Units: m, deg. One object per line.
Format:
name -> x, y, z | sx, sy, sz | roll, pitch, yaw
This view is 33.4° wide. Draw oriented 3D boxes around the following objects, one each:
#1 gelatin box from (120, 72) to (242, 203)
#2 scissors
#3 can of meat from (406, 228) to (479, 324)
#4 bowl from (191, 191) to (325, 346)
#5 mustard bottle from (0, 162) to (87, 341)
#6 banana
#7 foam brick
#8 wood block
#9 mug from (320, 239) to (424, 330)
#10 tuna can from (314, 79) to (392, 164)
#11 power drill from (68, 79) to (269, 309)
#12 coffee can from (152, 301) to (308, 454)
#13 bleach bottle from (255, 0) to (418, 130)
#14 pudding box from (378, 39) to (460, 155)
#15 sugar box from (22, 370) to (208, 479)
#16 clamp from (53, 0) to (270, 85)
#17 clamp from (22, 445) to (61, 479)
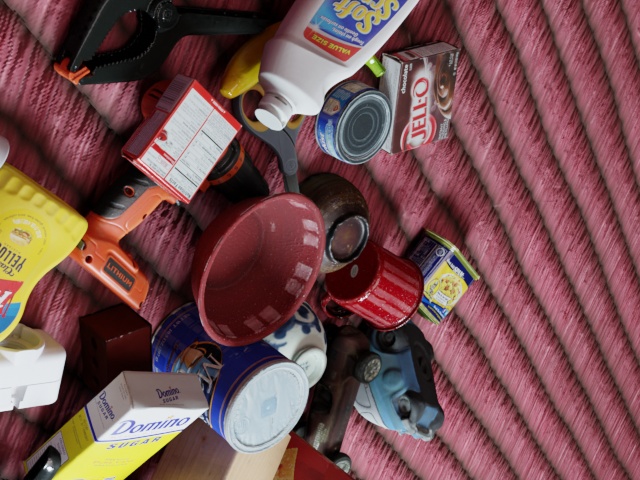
gelatin box -> -0.121, -0.089, 0.930 | 0.089, 0.030, 0.073 | -56, 136, -8
scissors -> -0.049, -0.082, 1.073 | 0.096, 0.016, 0.202 | -6, 108, -36
can of meat -> 0.141, 0.048, 1.333 | 0.084, 0.058, 0.102 | -51, 138, -6
bowl -> -0.070, 0.019, 1.023 | 0.161, 0.055, 0.162 | -29, 134, -35
mustard bottle -> -0.287, 0.034, 0.889 | 0.096, 0.058, 0.191 | 38, 86, -32
banana -> -0.018, -0.184, 1.032 | 0.197, 0.037, 0.069 | -14, 81, -33
foam brick -> -0.197, 0.110, 1.033 | 0.051, 0.053, 0.078 | -20, 125, -36
wood block -> -0.123, 0.271, 1.123 | 0.090, 0.090, 0.206 | 58, 48, -46
mug -> 0.050, 0.054, 1.232 | 0.117, 0.093, 0.081 | -32, 141, 25
tuna can -> 0.037, -0.125, 1.140 | 0.086, 0.034, 0.086 | -24, 129, -34
power drill -> -0.144, -0.032, 0.999 | 0.187, 0.057, 0.184 | -54, 136, -11
coffee can -> -0.095, 0.136, 1.083 | 0.102, 0.140, 0.103 | -24, 128, -34
bleach bottle -> 0.022, -0.201, 1.003 | 0.102, 0.068, 0.250 | 42, 67, -23
pudding box -> 0.106, -0.159, 1.185 | 0.089, 0.039, 0.113 | -20, 126, -36
sugar box -> -0.197, 0.188, 1.023 | 0.093, 0.048, 0.176 | 9, 140, -47
clamp -> -0.140, -0.209, 0.909 | 0.209, 0.036, 0.164 | -36, 135, -24
clamp -> -0.303, 0.242, 0.999 | 0.039, 0.120, 0.172 | -76, 179, -51
